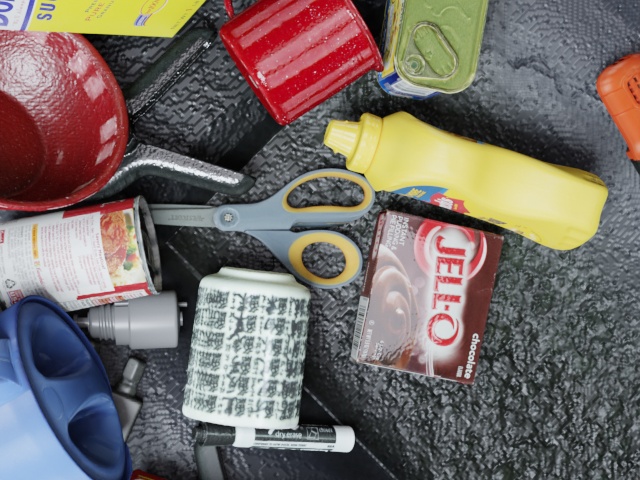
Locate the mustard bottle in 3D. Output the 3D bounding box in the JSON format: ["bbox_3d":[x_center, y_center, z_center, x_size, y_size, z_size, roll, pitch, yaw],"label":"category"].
[{"bbox_3d":[0.095,-0.047,0.746,0.191,0.096,0.058,18,90,-9],"label":"mustard bottle"}]

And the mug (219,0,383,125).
[{"bbox_3d":[-0.022,-0.143,0.733,0.081,0.093,0.117,-34,85,-1],"label":"mug"}]

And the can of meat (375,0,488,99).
[{"bbox_3d":[0.076,-0.151,0.746,0.057,0.084,0.102,9,90,-9],"label":"can of meat"}]

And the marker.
[{"bbox_3d":[-0.033,0.138,0.755,0.121,0.020,0.020,7,91,-26],"label":"marker"}]

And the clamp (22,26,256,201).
[{"bbox_3d":[-0.135,-0.083,0.741,0.171,0.039,0.120,-6,81,-6],"label":"clamp"}]

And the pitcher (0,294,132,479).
[{"bbox_3d":[-0.255,0.139,0.663,0.243,0.145,0.149,-27,107,5],"label":"pitcher"}]

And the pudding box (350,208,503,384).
[{"bbox_3d":[0.076,0.041,0.775,0.090,0.039,0.113,12,90,-9],"label":"pudding box"}]

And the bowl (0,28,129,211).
[{"bbox_3d":[-0.205,-0.078,0.672,0.161,0.055,0.162,20,52,-27],"label":"bowl"}]

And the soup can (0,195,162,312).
[{"bbox_3d":[-0.164,0.012,0.718,0.102,0.068,0.068,-10,93,0],"label":"soup can"}]

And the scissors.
[{"bbox_3d":[-0.055,0.001,0.766,0.201,0.016,0.096,-13,94,-8],"label":"scissors"}]

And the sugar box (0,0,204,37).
[{"bbox_3d":[-0.151,-0.169,0.666,0.175,0.094,0.048,-10,73,-40],"label":"sugar box"}]
